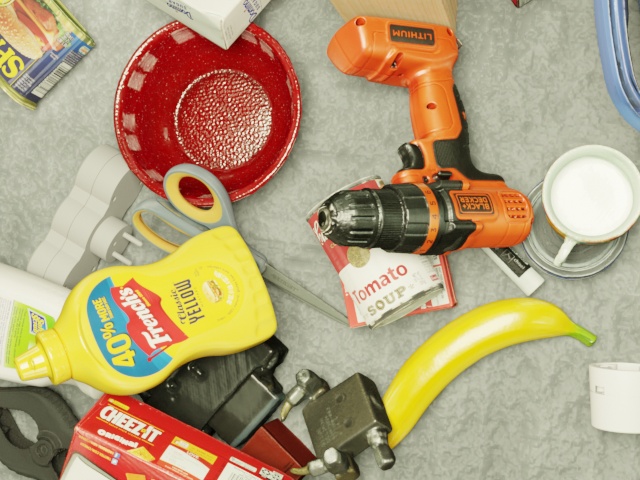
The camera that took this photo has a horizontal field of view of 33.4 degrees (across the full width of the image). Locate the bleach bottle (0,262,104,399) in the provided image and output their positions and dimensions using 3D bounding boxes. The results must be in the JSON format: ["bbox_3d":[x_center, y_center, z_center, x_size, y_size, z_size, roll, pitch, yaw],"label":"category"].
[{"bbox_3d":[-0.247,0.079,0.883,0.251,0.068,0.102,17,106,24],"label":"bleach bottle"}]

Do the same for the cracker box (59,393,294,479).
[{"bbox_3d":[-0.132,0.243,0.835,0.164,0.072,0.214,25,117,6],"label":"cracker box"}]

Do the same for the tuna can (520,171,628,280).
[{"bbox_3d":[0.199,-0.012,0.842,0.086,0.033,0.086,-1,87,12],"label":"tuna can"}]

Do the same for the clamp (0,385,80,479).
[{"bbox_3d":[-0.220,0.173,0.918,0.171,0.039,0.120,41,95,10],"label":"clamp"}]

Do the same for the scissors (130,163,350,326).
[{"bbox_3d":[-0.056,0.001,0.864,0.202,0.016,0.096,21,127,1],"label":"scissors"}]

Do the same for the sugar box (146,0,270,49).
[{"bbox_3d":[-0.060,-0.249,0.875,0.093,0.048,0.176,33,71,17],"label":"sugar box"}]

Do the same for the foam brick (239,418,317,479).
[{"bbox_3d":[-0.049,0.194,0.874,0.053,0.051,0.078,44,96,10],"label":"foam brick"}]

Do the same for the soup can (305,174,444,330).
[{"bbox_3d":[0.042,0.010,0.826,0.068,0.068,0.102,-31,79,8],"label":"soup can"}]

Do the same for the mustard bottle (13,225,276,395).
[{"bbox_3d":[-0.135,0.062,0.800,0.191,0.058,0.096,-21,84,-23],"label":"mustard bottle"}]

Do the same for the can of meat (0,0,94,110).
[{"bbox_3d":[-0.261,-0.181,0.939,0.084,0.057,0.102,-43,80,4],"label":"can of meat"}]

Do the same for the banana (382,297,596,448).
[{"bbox_3d":[0.117,0.097,0.852,0.198,0.037,0.069,-29,81,9],"label":"banana"}]

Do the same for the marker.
[{"bbox_3d":[0.132,-0.004,0.864,0.020,0.020,0.121,-45,79,6],"label":"marker"}]

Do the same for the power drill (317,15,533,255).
[{"bbox_3d":[0.063,-0.077,0.808,0.057,0.184,0.188,-39,58,50],"label":"power drill"}]

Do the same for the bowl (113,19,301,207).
[{"bbox_3d":[-0.089,-0.106,0.898,0.162,0.055,0.162,-1,87,12],"label":"bowl"}]

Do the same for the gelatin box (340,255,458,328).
[{"bbox_3d":[0.061,0.027,0.872,0.089,0.030,0.073,-13,83,11],"label":"gelatin box"}]
